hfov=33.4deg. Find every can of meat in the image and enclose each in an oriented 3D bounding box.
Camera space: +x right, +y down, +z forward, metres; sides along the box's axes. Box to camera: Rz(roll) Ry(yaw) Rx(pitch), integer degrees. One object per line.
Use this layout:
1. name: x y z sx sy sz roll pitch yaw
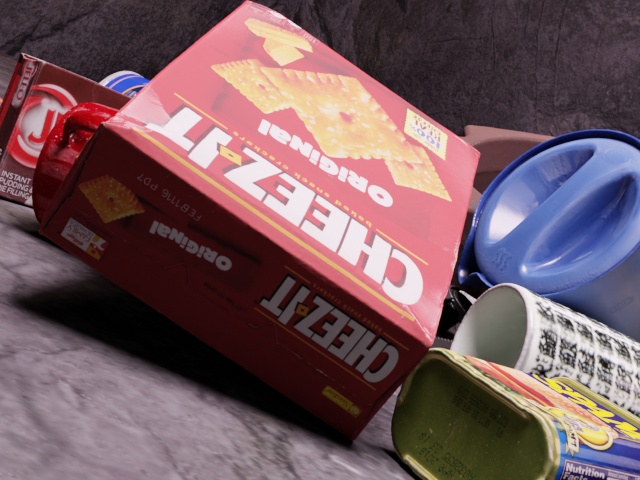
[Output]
1. can of meat: 0.089 0.089 0.446 0.083 0.057 0.102 18 7 -32

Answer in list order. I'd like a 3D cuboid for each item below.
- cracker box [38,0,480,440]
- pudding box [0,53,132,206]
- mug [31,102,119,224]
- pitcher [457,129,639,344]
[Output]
1. cracker box: -0.012 -0.027 0.527 0.164 0.072 0.213 34 28 -4
2. pudding box: -0.162 -0.062 0.710 0.113 0.090 0.039 19 6 -45
3. mug: -0.114 -0.036 0.611 0.081 0.093 0.117 20 -21 13
4. pitcher: 0.223 0.043 0.732 0.149 0.145 0.242 19 -22 51
